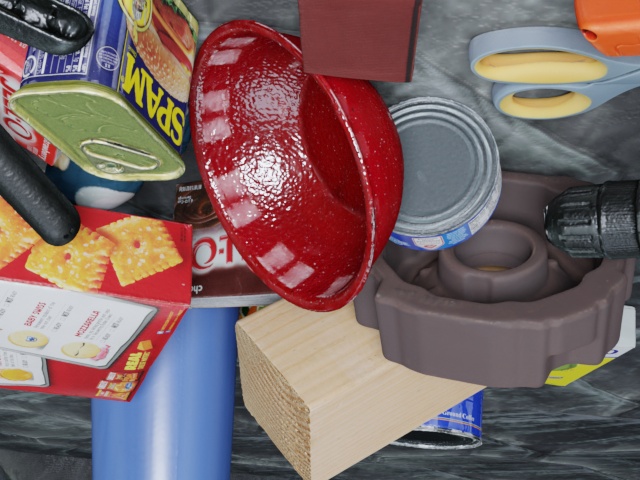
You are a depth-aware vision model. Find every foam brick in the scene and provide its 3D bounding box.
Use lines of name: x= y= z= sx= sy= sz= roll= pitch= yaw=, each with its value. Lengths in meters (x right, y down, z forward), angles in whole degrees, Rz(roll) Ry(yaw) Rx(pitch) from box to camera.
foam brick: x=0.019 y=-0.111 z=0.469 sx=0.051 sy=0.053 sz=0.078 roll=4 pitch=160 yaw=3

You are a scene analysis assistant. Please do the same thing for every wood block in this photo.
wood block: x=0.054 y=0.066 z=0.731 sx=0.205 sy=0.090 sz=0.091 roll=-26 pitch=138 yaw=-23

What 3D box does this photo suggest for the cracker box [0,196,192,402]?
cracker box: x=-0.209 y=0.037 z=0.712 sx=0.213 sy=0.072 sz=0.164 roll=10 pitch=147 yaw=-19

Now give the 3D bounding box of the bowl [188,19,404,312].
bowl: x=-0.005 y=-0.045 z=0.576 sx=0.055 sy=0.162 sz=0.162 roll=-24 pitch=177 yaw=-31

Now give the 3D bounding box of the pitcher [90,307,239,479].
pitcher: x=-0.130 y=0.121 z=0.901 sx=0.145 sy=0.243 sz=0.149 roll=-15 pitch=160 yaw=42

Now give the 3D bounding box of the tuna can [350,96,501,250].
tuna can: x=0.062 y=-0.038 z=0.622 sx=0.086 sy=0.086 sz=0.033 roll=0 pitch=163 yaw=15

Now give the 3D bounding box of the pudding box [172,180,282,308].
pudding box: x=-0.055 y=0.001 z=0.762 sx=0.114 sy=0.090 sz=0.039 roll=-6 pitch=159 yaw=32

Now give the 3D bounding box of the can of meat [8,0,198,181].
can of meat: x=-0.102 y=-0.087 z=0.526 sx=0.057 sy=0.084 sz=0.102 roll=-1 pitch=160 yaw=17

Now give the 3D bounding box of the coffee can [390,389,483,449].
coffee can: x=0.097 y=0.109 z=0.960 sx=0.103 sy=0.140 sz=0.103 roll=5 pitch=161 yaw=1

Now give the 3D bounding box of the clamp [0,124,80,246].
clamp: x=-0.207 y=-0.083 z=0.558 sx=0.165 sy=0.036 sz=0.210 roll=29 pitch=153 yaw=17

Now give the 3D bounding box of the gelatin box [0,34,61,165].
gelatin box: x=-0.169 y=-0.086 z=0.592 sx=0.073 sy=0.030 sz=0.089 roll=34 pitch=156 yaw=-7

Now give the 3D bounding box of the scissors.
scissors: x=0.176 y=-0.084 z=0.563 sx=0.202 sy=0.016 sz=0.096 roll=5 pitch=163 yaw=1
